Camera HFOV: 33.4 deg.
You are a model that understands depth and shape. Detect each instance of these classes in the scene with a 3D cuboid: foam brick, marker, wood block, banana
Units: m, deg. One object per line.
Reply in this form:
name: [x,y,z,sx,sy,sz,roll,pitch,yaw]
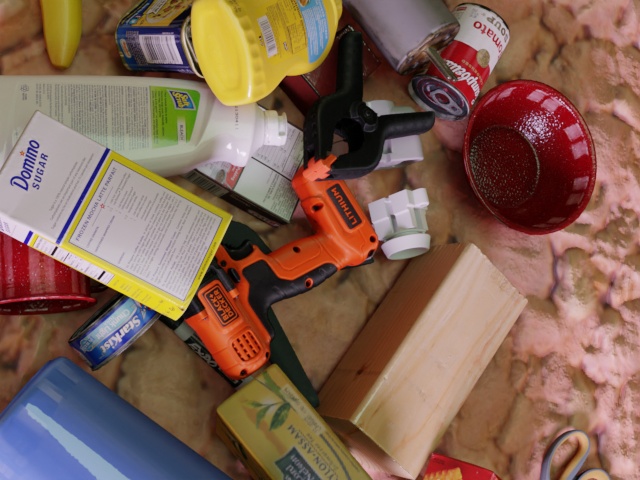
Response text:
foam brick: [0.009,-0.161,1.029,0.078,0.053,0.051,-45,101,-23]
marker: [-0.104,0.097,0.962,0.121,0.020,0.020,44,68,-13]
wood block: [0.091,0.109,1.004,0.090,0.091,0.206,44,68,-19]
banana: [-0.255,-0.248,0.936,0.069,0.037,0.198,-33,95,-6]

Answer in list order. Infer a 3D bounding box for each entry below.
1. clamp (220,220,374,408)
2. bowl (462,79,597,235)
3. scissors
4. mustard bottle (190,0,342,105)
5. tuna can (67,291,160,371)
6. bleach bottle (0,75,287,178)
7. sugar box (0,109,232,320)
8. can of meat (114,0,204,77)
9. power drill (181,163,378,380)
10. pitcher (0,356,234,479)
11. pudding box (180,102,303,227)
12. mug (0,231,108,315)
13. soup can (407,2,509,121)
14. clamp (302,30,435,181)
clamp: [-0.054,0.034,0.982,0.210,0.036,0.164,35,65,-12]
bowl: [0.204,-0.082,1.102,0.161,0.055,0.162,3,81,-23]
scissors: [0.233,0.289,1.086,0.096,0.016,0.201,38,70,-15]
mustard bottle: [-0.034,-0.191,0.944,0.191,0.058,0.096,-38,116,-50]
tuna can: [-0.171,0.069,0.900,0.086,0.086,0.033,-44,99,-22]
bleach bottle: [-0.153,-0.090,0.915,0.250,0.068,0.102,-1,78,-13]
sugar box: [-0.168,-0.018,0.843,0.176,0.048,0.093,28,65,-10]
can of meat: [-0.121,-0.189,0.943,0.102,0.084,0.057,-54,139,-39]
power drill: [-0.056,0.001,0.936,0.187,0.057,0.184,-34,96,-22]
pitcher: [-0.159,0.215,0.861,0.243,0.145,0.149,40,66,-4]
pudding box: [-0.063,-0.077,0.994,0.113,0.039,0.090,30,72,-19]
mug: [-0.224,0.015,0.887,0.117,0.093,0.081,3,76,-40]
soup can: [0.141,-0.181,1.082,0.068,0.069,0.102,37,70,-15]
clamp: [0.041,-0.103,0.964,0.120,0.039,0.171,35,53,-11]
